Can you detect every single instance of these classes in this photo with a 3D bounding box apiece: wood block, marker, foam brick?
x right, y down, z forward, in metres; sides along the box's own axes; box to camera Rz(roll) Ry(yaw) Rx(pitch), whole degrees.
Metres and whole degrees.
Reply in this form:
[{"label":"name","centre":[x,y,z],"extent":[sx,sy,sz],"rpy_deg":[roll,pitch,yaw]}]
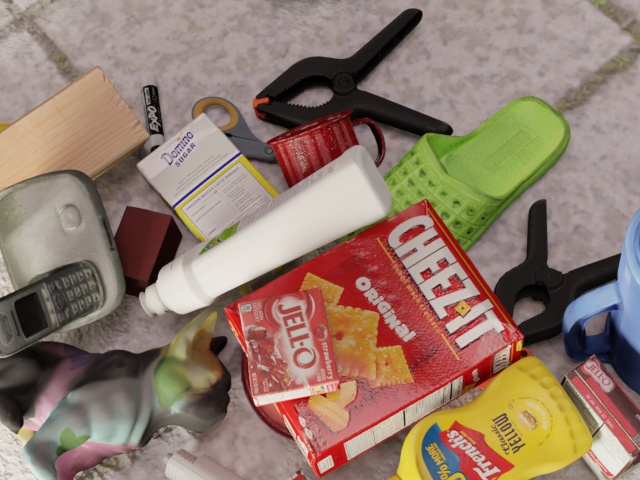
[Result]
[{"label":"wood block","centre":[-0.287,-0.080,1.094],"extent":[0.206,0.090,0.091],"rpy_deg":[-37,97,-12]},{"label":"marker","centre":[-0.181,-0.127,1.161],"extent":[0.020,0.020,0.121],"rpy_deg":[-11,65,0]},{"label":"foam brick","centre":[-0.180,0.013,1.078],"extent":[0.051,0.053,0.078],"rpy_deg":[13,67,11]}]

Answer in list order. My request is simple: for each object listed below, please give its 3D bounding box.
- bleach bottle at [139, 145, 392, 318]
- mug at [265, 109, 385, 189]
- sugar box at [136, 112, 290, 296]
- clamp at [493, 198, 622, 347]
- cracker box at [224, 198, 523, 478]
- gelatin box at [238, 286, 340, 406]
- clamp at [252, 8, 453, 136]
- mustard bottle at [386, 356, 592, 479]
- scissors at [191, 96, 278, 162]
[{"label":"bleach bottle","centre":[-0.057,0.001,1.004],"extent":[0.251,0.102,0.068],"rpy_deg":[-29,98,11]},{"label":"mug","centre":[0.013,-0.082,1.076],"extent":[0.117,0.093,0.081],"rpy_deg":[-25,101,-18]},{"label":"sugar box","centre":[-0.097,-0.038,1.090],"extent":[0.093,0.048,0.176],"rpy_deg":[-39,71,-10]},{"label":"clamp","centre":[0.230,0.043,1.026],"extent":[0.120,0.039,0.171],"rpy_deg":[20,62,24]},{"label":"cracker box","centre":[0.047,0.083,0.951],"extent":[0.213,0.072,0.164],"rpy_deg":[-29,65,-8]},{"label":"gelatin box","centre":[-0.026,0.088,0.898],"extent":[0.073,0.030,0.089],"rpy_deg":[-11,63,0]},{"label":"clamp","centre":[0.034,-0.155,1.144],"extent":[0.210,0.036,0.164],"rpy_deg":[-18,64,-1]},{"label":"mustard bottle","centre":[0.127,0.184,0.907],"extent":[0.191,0.058,0.096],"rpy_deg":[-29,76,-9]},{"label":"scissors","centre":[-0.060,-0.111,1.143],"extent":[0.202,0.016,0.096],"rpy_deg":[0,68,5]}]
